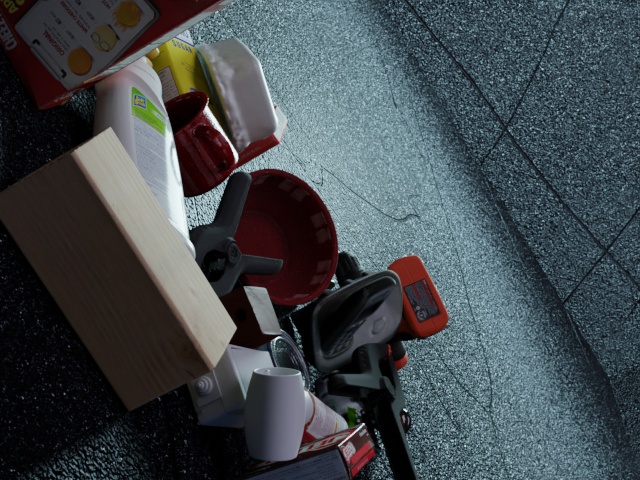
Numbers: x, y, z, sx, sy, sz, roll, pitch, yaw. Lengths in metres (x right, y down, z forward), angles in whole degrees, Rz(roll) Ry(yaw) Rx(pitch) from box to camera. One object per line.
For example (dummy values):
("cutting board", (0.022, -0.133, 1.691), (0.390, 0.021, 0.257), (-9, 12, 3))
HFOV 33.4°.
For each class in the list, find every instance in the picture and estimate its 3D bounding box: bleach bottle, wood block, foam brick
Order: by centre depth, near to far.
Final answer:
("wood block", (-0.167, 0.022, 0.887), (0.206, 0.091, 0.090), (59, 18, -12))
("bleach bottle", (-0.176, -0.088, 1.038), (0.102, 0.068, 0.251), (42, 30, -45))
("foam brick", (-0.087, 0.084, 1.047), (0.053, 0.078, 0.051), (67, 16, 14))

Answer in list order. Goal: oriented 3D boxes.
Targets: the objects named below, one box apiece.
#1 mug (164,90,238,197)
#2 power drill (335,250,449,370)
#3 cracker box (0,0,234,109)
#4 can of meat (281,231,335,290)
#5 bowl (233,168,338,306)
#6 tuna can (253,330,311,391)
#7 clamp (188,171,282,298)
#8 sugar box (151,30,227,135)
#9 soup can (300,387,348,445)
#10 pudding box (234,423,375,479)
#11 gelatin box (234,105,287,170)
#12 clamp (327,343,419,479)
("mug", (-0.133, -0.100, 1.141), (0.093, 0.117, 0.081), (-51, 126, -28))
("power drill", (0.089, 0.080, 1.433), (0.184, 0.057, 0.188), (63, -23, 7))
("cracker box", (-0.201, -0.244, 0.976), (0.164, 0.214, 0.072), (61, 16, -5))
("can of meat", (-0.034, 0.024, 1.326), (0.102, 0.057, 0.084), (27, 37, -61))
("bowl", (-0.058, 0.002, 1.225), (0.161, 0.055, 0.162), (13, 68, -35))
("tuna can", (-0.045, 0.140, 1.158), (0.086, 0.034, 0.086), (53, 20, -29))
("clamp", (-0.103, 0.002, 1.098), (0.171, 0.039, 0.120), (-32, 105, -56))
("sugar box", (-0.174, -0.202, 1.277), (0.093, 0.048, 0.176), (26, 41, -64))
("soup can", (-0.022, 0.188, 1.097), (0.102, 0.069, 0.068), (45, 24, -45))
("pudding box", (-0.013, 0.214, 1.007), (0.039, 0.114, 0.090), (67, 18, 4))
("gelatin box", (-0.085, -0.135, 1.386), (0.030, 0.073, 0.089), (56, 19, -20))
("clamp", (0.070, 0.186, 1.223), (0.164, 0.036, 0.210), (59, 16, -10))
